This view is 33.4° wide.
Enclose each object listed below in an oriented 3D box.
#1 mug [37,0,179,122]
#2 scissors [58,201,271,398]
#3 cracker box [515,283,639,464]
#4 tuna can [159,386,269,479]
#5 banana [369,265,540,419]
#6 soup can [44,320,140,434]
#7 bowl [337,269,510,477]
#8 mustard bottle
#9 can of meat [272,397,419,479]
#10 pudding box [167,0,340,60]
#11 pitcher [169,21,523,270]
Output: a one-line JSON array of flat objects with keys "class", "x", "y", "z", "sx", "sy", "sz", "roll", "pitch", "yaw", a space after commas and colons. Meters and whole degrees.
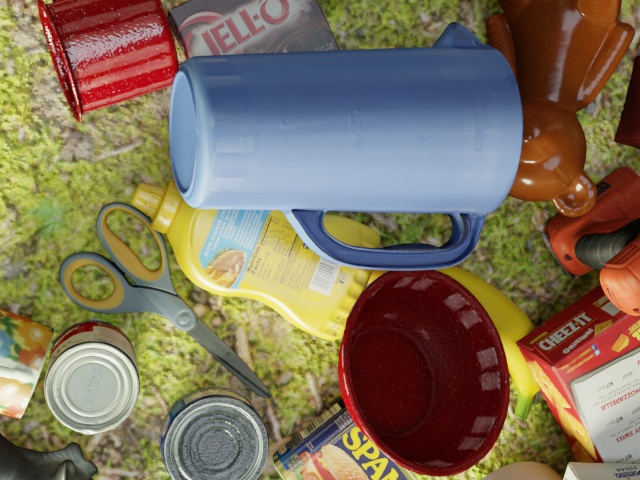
[{"class": "mug", "x": -0.160, "y": -0.153, "z": 0.795, "sx": 0.081, "sy": 0.093, "sz": 0.117, "roll": -20, "pitch": 61, "yaw": -15}, {"class": "scissors", "x": -0.129, "y": 0.065, "z": 0.844, "sx": 0.096, "sy": 0.016, "sz": 0.202, "roll": -31, "pitch": 99, "yaw": -7}, {"class": "cracker box", "x": 0.282, "y": 0.129, "z": 0.888, "sx": 0.164, "sy": 0.072, "sz": 0.213, "roll": -34, "pitch": 112, "yaw": -7}, {"class": "tuna can", "x": -0.084, "y": 0.162, "z": 0.850, "sx": 0.086, "sy": 0.034, "sz": 0.086, "roll": -1, "pitch": 94, "yaw": -12}, {"class": "banana", "x": 0.126, "y": 0.066, "z": 0.887, "sx": 0.197, "sy": 0.037, "sz": 0.069, "roll": 42, "pitch": 84, "yaw": -11}, {"class": "soup can", "x": -0.169, "y": 0.100, "z": 0.794, "sx": 0.068, "sy": 0.102, "sz": 0.068, "roll": -1, "pitch": 94, "yaw": -12}, {"class": "bowl", "x": 0.070, "y": 0.104, "z": 0.829, "sx": 0.161, "sy": 0.055, "sz": 0.162, "roll": 12, "pitch": 67, "yaw": -30}, {"class": "mustard bottle", "x": -0.056, "y": 0.001, "z": 0.833, "sx": 0.191, "sy": 0.058, "sz": 0.096, "roll": 24, "pitch": 86, "yaw": -12}, {"class": "can of meat", "x": 0.022, "y": 0.188, "z": 0.863, "sx": 0.084, "sy": 0.057, "sz": 0.102, "roll": -38, "pitch": 99, "yaw": -4}, {"class": "pudding box", "x": -0.051, "y": -0.159, "z": 0.834, "sx": 0.113, "sy": 0.039, "sz": 0.090, "roll": -26, "pitch": 99, "yaw": -9}, {"class": "pitcher", "x": 0.017, "y": -0.070, "z": 0.790, "sx": 0.242, "sy": 0.149, "sz": 0.145, "roll": -3, "pitch": 137, "yaw": -19}]
